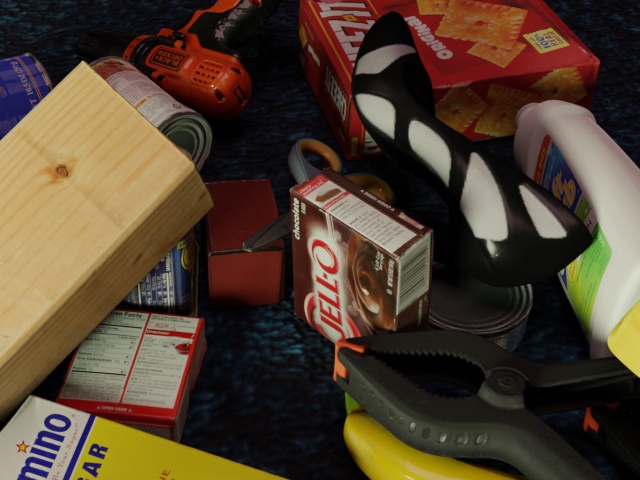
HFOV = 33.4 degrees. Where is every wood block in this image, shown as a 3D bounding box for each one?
[{"bbox_3d":[-0.166,0.014,0.596,0.091,0.090,0.206,42,82,9],"label":"wood block"}]

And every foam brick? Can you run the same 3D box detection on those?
[{"bbox_3d":[-0.055,0.001,0.732,0.051,0.053,0.078,-4,40,-8],"label":"foam brick"}]

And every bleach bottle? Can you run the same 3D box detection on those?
[{"bbox_3d":[0.187,-0.020,0.751,0.068,0.103,0.251,1,34,-12],"label":"bleach bottle"}]

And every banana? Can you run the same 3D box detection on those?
[{"bbox_3d":[0.090,0.133,0.595,0.198,0.037,0.069,20,45,19],"label":"banana"}]

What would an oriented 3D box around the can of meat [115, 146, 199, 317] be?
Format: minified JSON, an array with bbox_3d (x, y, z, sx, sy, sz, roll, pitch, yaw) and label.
[{"bbox_3d":[-0.111,-0.003,0.709,0.057,0.084,0.102,0,40,-4],"label":"can of meat"}]

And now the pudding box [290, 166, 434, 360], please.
[{"bbox_3d":[0.024,0.023,0.665,0.090,0.113,0.039,33,50,32],"label":"pudding box"}]

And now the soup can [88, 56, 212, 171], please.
[{"bbox_3d":[-0.139,-0.091,0.825,0.068,0.068,0.102,-29,50,-33],"label":"soup can"}]

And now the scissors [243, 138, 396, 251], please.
[{"bbox_3d":[-0.017,-0.035,0.739,0.096,0.016,0.201,45,29,22],"label":"scissors"}]

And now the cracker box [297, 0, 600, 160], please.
[{"bbox_3d":[0.103,-0.155,0.912,0.213,0.072,0.164,-9,41,-12],"label":"cracker box"}]

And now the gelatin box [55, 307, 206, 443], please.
[{"bbox_3d":[-0.114,0.082,0.651,0.073,0.030,0.089,5,40,4],"label":"gelatin box"}]

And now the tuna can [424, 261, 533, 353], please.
[{"bbox_3d":[0.095,0.043,0.706,0.086,0.034,0.086,2,40,-2],"label":"tuna can"}]

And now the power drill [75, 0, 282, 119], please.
[{"bbox_3d":[-0.101,-0.196,0.915,0.185,0.057,0.187,22,71,30],"label":"power drill"}]

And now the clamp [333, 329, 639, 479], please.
[{"bbox_3d":[0.111,0.089,0.604,0.210,0.036,0.164,18,35,22],"label":"clamp"}]

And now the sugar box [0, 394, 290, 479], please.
[{"bbox_3d":[-0.100,0.148,0.560,0.176,0.048,0.093,16,42,13],"label":"sugar box"}]
